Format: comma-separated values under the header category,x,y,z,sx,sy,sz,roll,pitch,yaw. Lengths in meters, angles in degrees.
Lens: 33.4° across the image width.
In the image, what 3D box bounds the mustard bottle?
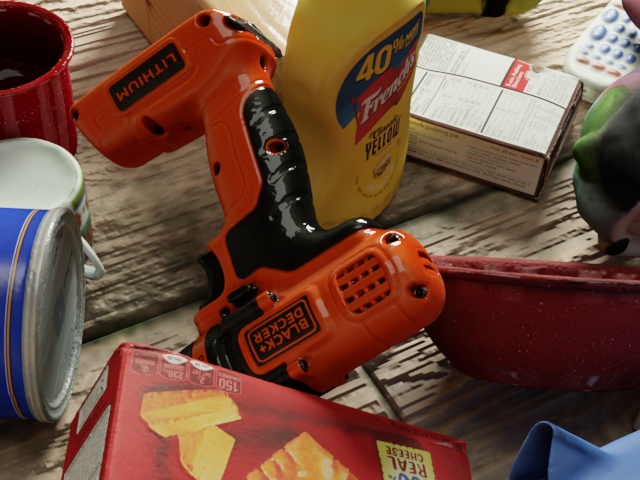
category,x,y,z,sx,sy,sz,roll,pitch,yaw
mustard bottle,0.018,-0.092,0.581,0.058,0.192,0.096,32,52,24

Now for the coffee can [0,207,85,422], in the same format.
category,x,y,z,sx,sy,sz,roll,pitch,yaw
coffee can,-0.192,0.032,0.510,0.140,0.103,0.103,3,46,-1

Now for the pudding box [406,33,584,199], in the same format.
category,x,y,z,sx,sy,sz,roll,pitch,yaw
pudding box,0.102,-0.082,0.684,0.114,0.039,0.090,19,48,16

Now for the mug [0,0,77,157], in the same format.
category,x,y,z,sx,sy,sz,roll,pitch,yaw
mug,-0.198,-0.078,0.628,0.117,0.081,0.093,-28,54,-27

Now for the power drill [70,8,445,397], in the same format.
category,x,y,z,sx,sy,sz,roll,pitch,yaw
power drill,-0.053,0.001,0.507,0.185,0.057,0.188,-32,68,16

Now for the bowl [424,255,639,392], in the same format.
category,x,y,z,sx,sy,sz,roll,pitch,yaw
bowl,0.114,0.039,0.523,0.162,0.055,0.162,3,1,0

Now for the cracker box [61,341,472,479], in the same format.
category,x,y,z,sx,sy,sz,roll,pitch,yaw
cracker box,-0.016,0.150,0.380,0.164,0.072,0.213,20,36,-19
